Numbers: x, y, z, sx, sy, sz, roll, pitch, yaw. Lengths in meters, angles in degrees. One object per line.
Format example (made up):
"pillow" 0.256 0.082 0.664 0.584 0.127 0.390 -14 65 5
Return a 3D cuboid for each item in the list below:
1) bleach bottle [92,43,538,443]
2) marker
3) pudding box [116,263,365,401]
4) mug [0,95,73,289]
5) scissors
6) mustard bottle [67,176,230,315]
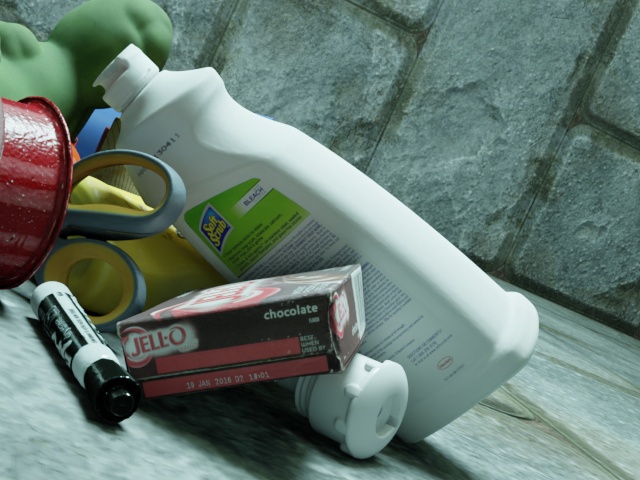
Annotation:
"bleach bottle" -0.009 -0.009 0.551 0.250 0.103 0.068 43 27 -11
"marker" -0.098 0.044 0.440 0.020 0.020 0.121 22 5 -31
"pudding box" -0.029 0.038 0.474 0.090 0.039 0.113 -8 1 9
"mug" -0.172 -0.040 0.478 0.093 0.117 0.081 -26 -27 39
"scissors" -0.155 0.003 0.531 0.202 0.096 0.016 -7 -15 24
"mustard bottle" -0.069 0.020 0.612 0.191 0.058 0.096 21 16 -45
